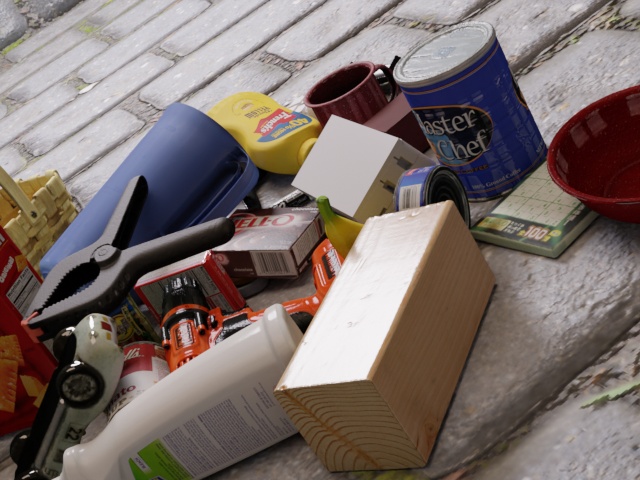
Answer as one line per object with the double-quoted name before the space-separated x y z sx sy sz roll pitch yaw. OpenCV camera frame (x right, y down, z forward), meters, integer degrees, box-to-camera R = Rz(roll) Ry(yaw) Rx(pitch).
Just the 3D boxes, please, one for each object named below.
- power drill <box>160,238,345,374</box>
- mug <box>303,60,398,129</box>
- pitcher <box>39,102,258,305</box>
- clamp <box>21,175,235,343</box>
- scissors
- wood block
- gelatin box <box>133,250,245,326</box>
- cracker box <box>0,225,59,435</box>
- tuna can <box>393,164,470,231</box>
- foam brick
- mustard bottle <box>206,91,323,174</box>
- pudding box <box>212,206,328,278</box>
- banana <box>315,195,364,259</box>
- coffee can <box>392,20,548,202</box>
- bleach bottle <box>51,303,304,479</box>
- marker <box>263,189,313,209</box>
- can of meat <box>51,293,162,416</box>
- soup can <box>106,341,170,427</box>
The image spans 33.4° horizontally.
"power drill" -0.057 0.064 0.974 0.187 0.057 0.184 -24 34 2
"mug" 0.047 -0.158 1.251 0.117 0.081 0.093 -44 29 -24
"pitcher" -0.183 -0.023 1.164 0.242 0.145 0.149 -51 -5 -21
"clamp" -0.203 0.017 1.031 0.209 0.036 0.165 -38 40 -17
"scissors" -0.127 0.040 1.166 0.202 0.016 0.096 -6 34 40
"wood block" 0.057 0.071 0.836 0.090 0.090 0.205 -12 32 35
"gelatin box" -0.132 0.054 1.081 0.089 0.073 0.030 -20 29 21
"cracker box" -0.342 0.096 1.072 0.164 0.213 0.072 -19 29 23
"tuna can" 0.102 -0.025 0.960 0.034 0.086 0.086 -8 34 35
"foam brick" 0.095 -0.125 1.178 0.078 0.051 0.053 -40 29 -17
"mustard bottle" -0.052 -0.124 1.294 0.096 0.058 0.192 -29 40 -31
"pudding box" -0.057 0.001 1.103 0.114 0.039 0.090 1 32 27
"banana" 0.065 -0.013 0.973 0.037 0.070 0.197 15 15 36
"coffee can" 0.145 -0.123 1.022 0.103 0.140 0.103 -24 27 13
"bleach bottle" -0.118 0.152 0.864 0.251 0.102 0.068 -28 33 6
"marker" -0.054 -0.032 1.210 0.121 0.020 0.020 -29 26 4
"can of meat" -0.199 0.106 1.033 0.084 0.102 0.057 -34 31 -12
"soup can" -0.158 0.145 0.958 0.068 0.068 0.102 -29 26 4
